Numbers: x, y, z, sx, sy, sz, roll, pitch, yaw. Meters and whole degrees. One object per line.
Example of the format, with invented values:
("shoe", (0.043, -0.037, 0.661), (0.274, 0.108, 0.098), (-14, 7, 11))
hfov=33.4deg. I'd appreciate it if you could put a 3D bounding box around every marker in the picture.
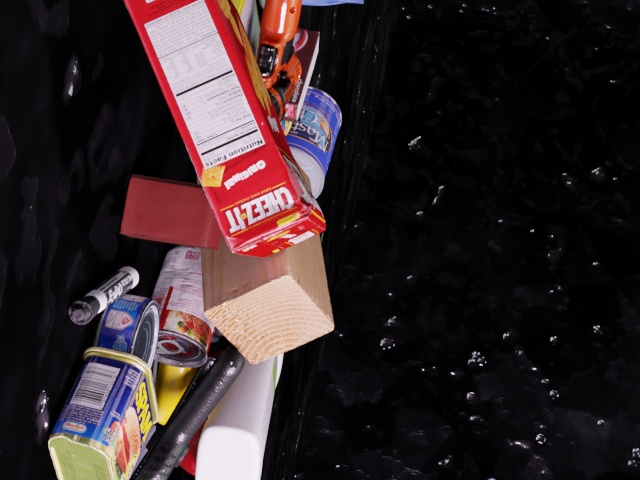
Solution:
("marker", (-0.171, 0.043, 0.847), (0.121, 0.020, 0.020), (-56, 156, -76))

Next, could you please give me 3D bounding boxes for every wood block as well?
("wood block", (-0.056, 0.001, 1.019), (0.090, 0.090, 0.206), (51, 20, -41))

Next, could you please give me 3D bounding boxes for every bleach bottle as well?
("bleach bottle", (-0.080, 0.174, 1.199), (0.250, 0.068, 0.103), (-75, 173, -62))

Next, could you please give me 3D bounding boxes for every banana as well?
("banana", (-0.150, 0.112, 1.109), (0.070, 0.037, 0.198), (34, -65, 62))

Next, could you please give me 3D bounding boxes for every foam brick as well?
("foam brick", (-0.123, -0.023, 0.909), (0.053, 0.078, 0.051), (46, 53, -82))

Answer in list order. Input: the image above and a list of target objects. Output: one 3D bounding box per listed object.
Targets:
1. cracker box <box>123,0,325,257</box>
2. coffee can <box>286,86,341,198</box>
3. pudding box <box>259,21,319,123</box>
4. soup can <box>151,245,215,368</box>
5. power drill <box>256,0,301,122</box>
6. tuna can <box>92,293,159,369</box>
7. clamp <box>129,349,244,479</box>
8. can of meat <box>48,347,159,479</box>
("cracker box", (-0.069, -0.097, 0.855), (0.164, 0.072, 0.214), (20, 46, -84))
("coffee can", (-0.033, -0.131, 1.470), (0.103, 0.103, 0.140), (94, 8, -45))
("pudding box", (-0.056, -0.193, 1.205), (0.039, 0.090, 0.113), (90, 12, -62))
("soup can", (-0.131, 0.063, 1.035), (0.068, 0.068, 0.102), (91, 10, -56))
("power drill", (-0.049, -0.190, 1.000), (0.184, 0.057, 0.188), (-71, 176, -55))
("tuna can", (-0.165, 0.088, 0.911), (0.086, 0.034, 0.086), (11, 89, -84))
("clamp", (-0.138, 0.187, 0.997), (0.210, 0.036, 0.165), (-58, -175, -21))
("can of meat", (-0.172, 0.149, 0.847), (0.102, 0.057, 0.084), (92, 13, -49))
